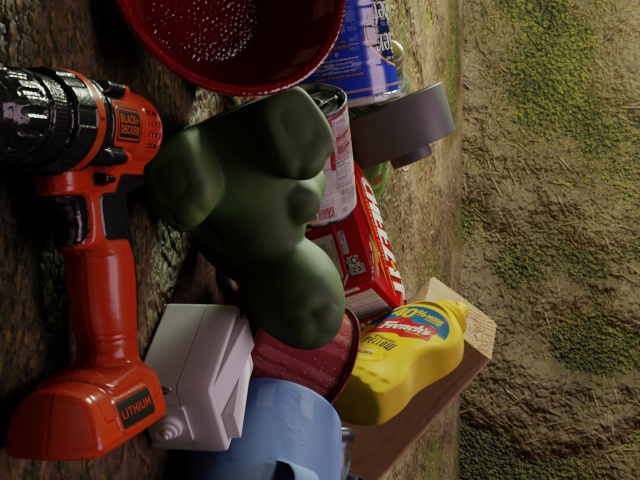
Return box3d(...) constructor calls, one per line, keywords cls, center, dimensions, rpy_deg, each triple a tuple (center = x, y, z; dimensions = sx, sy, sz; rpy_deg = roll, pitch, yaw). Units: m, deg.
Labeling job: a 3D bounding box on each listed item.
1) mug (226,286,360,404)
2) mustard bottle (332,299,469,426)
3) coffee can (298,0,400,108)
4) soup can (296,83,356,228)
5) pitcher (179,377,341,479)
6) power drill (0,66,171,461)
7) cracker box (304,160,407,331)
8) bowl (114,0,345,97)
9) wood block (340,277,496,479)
box3d(cls="mug", center=(-0.037, 0.086, 0.821), dimensions=(0.081, 0.117, 0.093), rpy_deg=(28, 36, -26))
box3d(cls="mustard bottle", center=(0.079, 0.104, 1.005), dimensions=(0.191, 0.096, 0.058), rpy_deg=(-28, 120, -41))
box3d(cls="coffee can", center=(0.014, -0.195, 0.993), dimensions=(0.102, 0.103, 0.140), rpy_deg=(-42, 124, -73))
box3d(cls="soup can", center=(-0.007, -0.070, 0.882), dimensions=(0.068, 0.068, 0.102), rpy_deg=(-71, 158, -54))
box3d(cls="pitcher", center=(-0.044, 0.211, 0.714), dimensions=(0.242, 0.149, 0.145), rpy_deg=(-82, 153, -43))
box3d(cls="power drill", center=(-0.123, 0.009, 0.530), dimensions=(0.184, 0.057, 0.188), rpy_deg=(-14, 104, -77))
box3d(cls="cracker box", center=(0.020, -0.009, 1.037), dimensions=(0.213, 0.072, 0.164), rpy_deg=(42, 31, -72))
box3d(cls="bowl", center=(-0.066, -0.161, 0.671), dimensions=(0.055, 0.161, 0.162), rpy_deg=(-19, -115, 61))
box3d(cls="wood block", center=(0.090, 0.153, 1.156), dimensions=(0.206, 0.090, 0.090), rpy_deg=(-52, -177, 25))
